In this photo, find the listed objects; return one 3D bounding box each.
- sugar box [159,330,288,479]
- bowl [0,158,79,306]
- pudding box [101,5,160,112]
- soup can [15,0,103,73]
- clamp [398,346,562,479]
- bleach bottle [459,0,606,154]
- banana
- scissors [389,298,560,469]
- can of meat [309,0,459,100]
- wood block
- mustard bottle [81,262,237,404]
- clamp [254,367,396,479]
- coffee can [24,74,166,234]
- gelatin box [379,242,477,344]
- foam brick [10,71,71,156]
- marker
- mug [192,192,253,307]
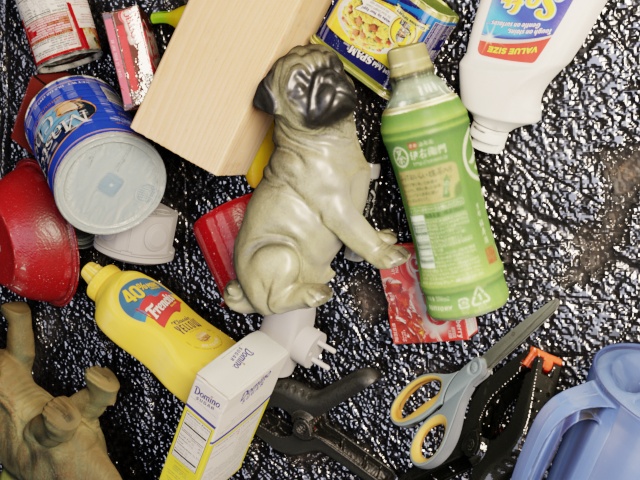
[{"bbox_3d":[-0.094,0.171,1.003,0.048,0.093,0.176,34,129,19],"label":"sugar box"},{"bbox_3d":[-0.313,-0.002,1.116,0.162,0.055,0.162,24,122,46],"label":"bowl"},{"bbox_3d":[-0.170,-0.166,0.996,0.039,0.113,0.090,-12,96,-4],"label":"pudding box"},{"bbox_3d":[-0.264,-0.225,1.060,0.069,0.068,0.102,-16,93,31],"label":"soup can"},{"bbox_3d":[0.142,0.188,0.905,0.036,0.164,0.210,23,111,-23],"label":"clamp"},{"bbox_3d":[0.176,-0.183,0.826,0.103,0.068,0.251,27,116,21],"label":"bleach bottle"},{"bbox_3d":[-0.084,-0.147,0.997,0.070,0.037,0.198,-33,84,41],"label":"banana"},{"bbox_3d":[0.132,0.131,0.915,0.202,0.016,0.096,-35,44,40],"label":"scissors"},{"bbox_3d":[0.055,-0.178,0.898,0.102,0.057,0.084,39,116,16],"label":"can of meat"},{"bbox_3d":[-0.068,-0.167,0.917,0.091,0.090,0.206,29,101,10],"label":"wood block"},{"bbox_3d":[-0.166,0.083,1.062,0.192,0.096,0.058,36,117,18],"label":"mustard bottle"},{"bbox_3d":[-0.005,0.164,1.023,0.172,0.039,0.120,10,107,27],"label":"clamp"},{"bbox_3d":[-0.216,-0.083,1.011,0.140,0.102,0.103,51,127,50],"label":"coffee can"},{"bbox_3d":[0.094,0.045,0.944,0.073,0.030,0.089,-7,99,30],"label":"gelatin box"},{"bbox_3d":[-0.273,-0.127,1.097,0.051,0.052,0.078,35,117,18],"label":"foam brick"},{"bbox_3d":[0.041,-0.040,0.960,0.020,0.020,0.121,19,110,25],"label":"marker"},{"bbox_3d":[-0.057,0.001,0.993,0.117,0.093,0.081,-25,83,1],"label":"mug"}]
